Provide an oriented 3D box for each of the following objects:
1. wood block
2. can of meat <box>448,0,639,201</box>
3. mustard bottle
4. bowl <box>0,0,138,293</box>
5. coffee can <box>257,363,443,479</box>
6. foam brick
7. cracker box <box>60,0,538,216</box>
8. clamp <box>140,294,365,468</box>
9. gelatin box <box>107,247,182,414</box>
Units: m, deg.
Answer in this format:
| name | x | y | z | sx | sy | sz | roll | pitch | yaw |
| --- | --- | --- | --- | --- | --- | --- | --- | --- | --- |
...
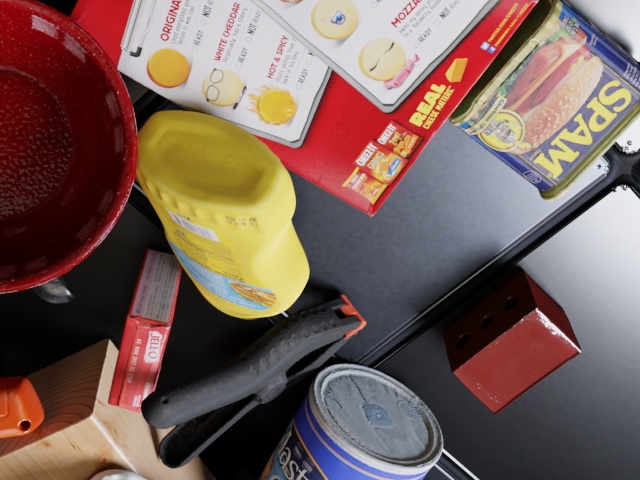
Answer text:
| name | x | y | z | sx | sy | sz | roll | pitch | yaw |
| --- | --- | --- | --- | --- | --- | --- | --- | --- | --- |
| wood block | -0.141 | 0.188 | 0.785 | 0.090 | 0.091 | 0.206 | -25 | 118 | 13 |
| can of meat | 0.139 | -0.089 | 0.651 | 0.084 | 0.057 | 0.102 | 35 | 113 | -16 |
| mustard bottle | -0.054 | 0.000 | 0.665 | 0.096 | 0.058 | 0.191 | 24 | 156 | 18 |
| bowl | -0.182 | -0.053 | 0.588 | 0.162 | 0.055 | 0.162 | -1 | 95 | -10 |
| coffee can | 0.011 | 0.175 | 0.774 | 0.102 | 0.103 | 0.140 | 22 | 117 | -13 |
| foam brick | 0.132 | 0.071 | 0.745 | 0.078 | 0.053 | 0.051 | -41 | 113 | 19 |
| cracker box | -0.012 | -0.137 | 0.611 | 0.213 | 0.072 | 0.164 | 29 | 115 | -16 |
| clamp | -0.048 | 0.098 | 0.733 | 0.171 | 0.039 | 0.120 | -26 | 163 | -23 |
| gelatin box | -0.115 | 0.059 | 0.712 | 0.030 | 0.089 | 0.073 | 13 | 119 | -9 |
